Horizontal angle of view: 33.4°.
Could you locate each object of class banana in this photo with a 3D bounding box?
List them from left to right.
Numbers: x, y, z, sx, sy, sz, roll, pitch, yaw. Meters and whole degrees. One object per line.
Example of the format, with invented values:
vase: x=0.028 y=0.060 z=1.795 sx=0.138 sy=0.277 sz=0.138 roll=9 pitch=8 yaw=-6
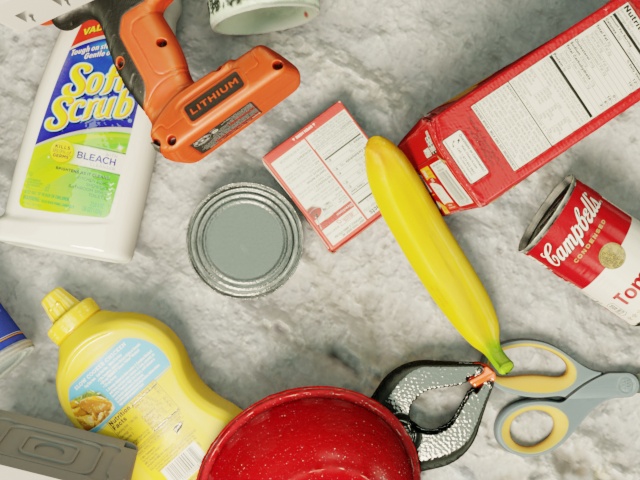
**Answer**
banana: x=0.082 y=0.005 z=0.763 sx=0.037 sy=0.070 sz=0.197 roll=-37 pitch=106 yaw=-10

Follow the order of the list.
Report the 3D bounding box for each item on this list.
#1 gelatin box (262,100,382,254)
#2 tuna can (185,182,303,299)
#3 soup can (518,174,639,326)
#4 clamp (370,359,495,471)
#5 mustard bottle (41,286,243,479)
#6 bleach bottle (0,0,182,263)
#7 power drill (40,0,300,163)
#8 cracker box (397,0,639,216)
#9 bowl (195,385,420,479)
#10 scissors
gelatin box: x=0.011 y=-0.046 z=0.793 sx=0.073 sy=0.030 sz=0.089 roll=-37 pitch=89 yaw=-4
tuna can: x=-0.055 y=0.001 z=0.788 sx=0.086 sy=0.034 sz=0.086 roll=0 pitch=87 yaw=-1
soup can: x=0.205 y=0.008 z=0.775 sx=0.102 sy=0.068 sz=0.068 roll=34 pitch=87 yaw=0
clamp: x=0.047 y=0.135 z=0.779 sx=0.171 sy=0.039 sz=0.120 roll=-44 pitch=93 yaw=2
mustard bottle: x=-0.132 y=0.110 z=0.768 sx=0.096 sy=0.058 sz=0.191 roll=-42 pitch=89 yaw=7
bleach bottle: x=-0.163 y=-0.114 z=0.779 sx=0.102 sy=0.068 sz=0.251 roll=10 pitch=85 yaw=0
power drill: x=-0.095 y=-0.161 z=0.717 sx=0.184 sy=0.057 sz=0.188 roll=-37 pitch=79 yaw=7
cracker box: x=0.162 y=-0.103 z=0.732 sx=0.213 sy=0.164 sz=0.072 roll=-34 pitch=90 yaw=-2
bowl: x=-0.003 y=0.183 z=0.722 sx=0.162 sy=0.055 sz=0.162 roll=-3 pitch=106 yaw=-11
scissors: x=0.215 y=0.125 z=0.795 sx=0.201 sy=0.016 sz=0.096 roll=12 pitch=89 yaw=0
